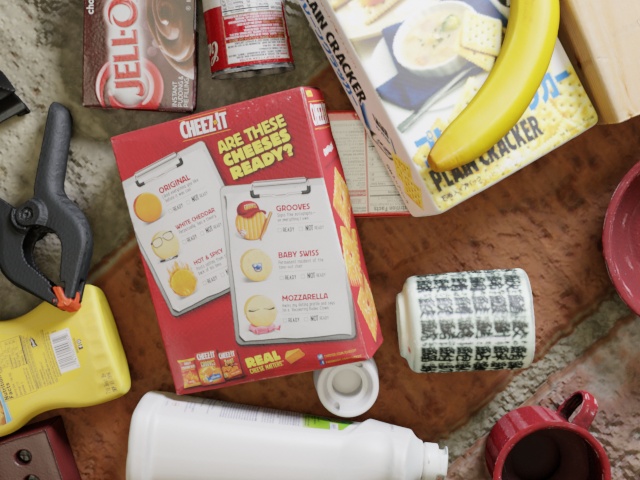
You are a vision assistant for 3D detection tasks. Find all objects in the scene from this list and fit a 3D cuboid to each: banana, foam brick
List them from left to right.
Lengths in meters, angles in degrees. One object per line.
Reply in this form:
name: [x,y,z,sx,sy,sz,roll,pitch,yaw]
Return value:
foam brick: [-0.233,0.193,0.884,0.053,0.051,0.078,-18,95,1]
banana: [0.136,-0.136,0.792,0.069,0.037,0.198,17,82,-1]

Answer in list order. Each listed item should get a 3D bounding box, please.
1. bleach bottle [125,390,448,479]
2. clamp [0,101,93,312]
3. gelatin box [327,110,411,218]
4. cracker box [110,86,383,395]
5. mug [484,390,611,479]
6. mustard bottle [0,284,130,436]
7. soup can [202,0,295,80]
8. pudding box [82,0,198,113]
bleach bottle: [-0.023,0.169,0.858,0.251,0.102,0.068,6,95,0]
clamp: [-0.241,-0.018,0.858,0.120,0.039,0.171,-19,73,9]
gelatin box: [0.039,-0.063,0.877,0.073,0.030,0.089,-2,94,-2]
cracker box: [-0.056,0.001,0.848,0.164,0.072,0.214,-13,95,15]
mug: [0.186,0.173,0.872,0.093,0.081,0.117,30,94,-3]
mustard bottle: [-0.259,0.109,0.873,0.191,0.058,0.096,-19,84,1]
soup can: [-0.059,-0.183,0.847,0.068,0.068,0.102,-7,94,0]
pudding box: [-0.144,-0.161,0.862,0.090,0.039,0.113,2,95,0]
